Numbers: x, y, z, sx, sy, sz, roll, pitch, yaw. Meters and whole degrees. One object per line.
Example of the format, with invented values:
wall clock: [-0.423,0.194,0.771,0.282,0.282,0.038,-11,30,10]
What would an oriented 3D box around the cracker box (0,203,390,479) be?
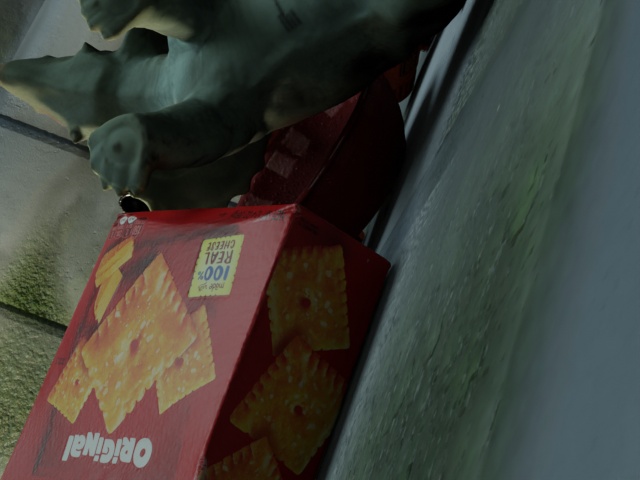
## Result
cracker box: [-0.075,0.090,0.499,0.164,0.072,0.213,1,65,51]

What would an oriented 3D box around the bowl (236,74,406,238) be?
bowl: [0.005,-0.043,0.680,0.162,0.055,0.162,-51,18,22]
